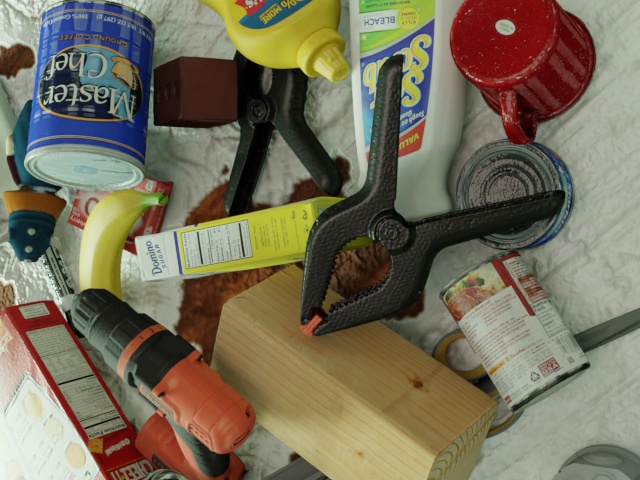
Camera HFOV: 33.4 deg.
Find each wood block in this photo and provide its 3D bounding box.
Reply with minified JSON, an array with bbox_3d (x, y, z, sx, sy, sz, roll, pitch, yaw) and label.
[{"bbox_3d":[0.021,0.118,0.833,0.206,0.090,0.090,33,128,26],"label":"wood block"}]

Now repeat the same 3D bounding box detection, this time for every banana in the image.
[{"bbox_3d":[-0.188,0.026,0.959,0.070,0.037,0.198,38,129,25],"label":"banana"}]

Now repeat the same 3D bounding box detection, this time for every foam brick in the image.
[{"bbox_3d":[-0.108,-0.125,0.916,0.078,0.051,0.053,-1,88,64],"label":"foam brick"}]

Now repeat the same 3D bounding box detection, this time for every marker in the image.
[{"bbox_3d":[-0.252,0.039,1.034,0.020,0.020,0.121,-31,77,25],"label":"marker"}]

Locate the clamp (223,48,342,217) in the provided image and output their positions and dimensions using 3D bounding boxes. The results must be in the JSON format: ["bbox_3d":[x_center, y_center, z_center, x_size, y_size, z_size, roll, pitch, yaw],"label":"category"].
[{"bbox_3d":[-0.034,-0.104,0.903,0.120,0.039,0.171,-2,90,30],"label":"clamp"}]

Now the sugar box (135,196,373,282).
[{"bbox_3d":[-0.056,0.001,0.888,0.176,0.093,0.048,-14,85,28],"label":"sugar box"}]

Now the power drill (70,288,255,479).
[{"bbox_3d":[-0.128,0.136,0.885,0.185,0.188,0.057,38,64,23],"label":"power drill"}]

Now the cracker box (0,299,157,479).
[{"bbox_3d":[-0.261,0.188,1.006,0.164,0.072,0.214,-45,72,29],"label":"cracker box"}]

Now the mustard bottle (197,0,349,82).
[{"bbox_3d":[-0.039,-0.197,0.875,0.096,0.058,0.192,-35,65,-11],"label":"mustard bottle"}]

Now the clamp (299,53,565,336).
[{"bbox_3d":[0.049,-0.019,0.782,0.210,0.036,0.164,-43,92,11],"label":"clamp"}]

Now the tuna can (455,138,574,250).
[{"bbox_3d":[0.147,-0.035,0.812,0.086,0.033,0.086,1,91,28],"label":"tuna can"}]

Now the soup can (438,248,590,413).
[{"bbox_3d":[0.142,0.066,0.779,0.069,0.068,0.102,-38,72,23],"label":"soup can"}]

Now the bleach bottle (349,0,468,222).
[{"bbox_3d":[0.075,-0.111,0.834,0.103,0.068,0.251,-1,93,29],"label":"bleach bottle"}]

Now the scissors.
[{"bbox_3d":[0.165,0.074,0.814,0.202,0.016,0.096,-45,71,21],"label":"scissors"}]

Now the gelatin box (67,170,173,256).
[{"bbox_3d":[-0.186,-0.035,0.991,0.089,0.030,0.073,24,102,26],"label":"gelatin box"}]

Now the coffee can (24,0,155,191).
[{"bbox_3d":[-0.201,-0.126,0.937,0.103,0.102,0.140,-7,72,28],"label":"coffee can"}]

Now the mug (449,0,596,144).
[{"bbox_3d":[0.143,-0.128,0.774,0.093,0.081,0.117,1,81,29],"label":"mug"}]
